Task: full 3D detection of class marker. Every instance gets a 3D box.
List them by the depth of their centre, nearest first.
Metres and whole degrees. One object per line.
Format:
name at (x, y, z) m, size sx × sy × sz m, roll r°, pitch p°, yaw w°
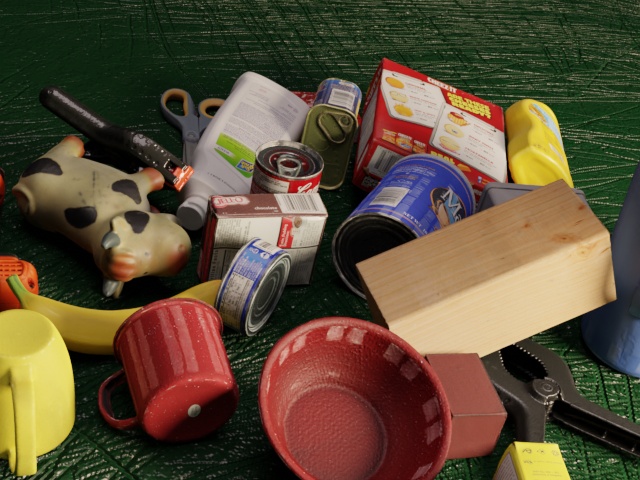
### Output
marker at (0.014, 0.150, 0.894) m, size 0.120 × 0.020 × 0.020 m, roll -6°, pitch 39°, yaw -25°

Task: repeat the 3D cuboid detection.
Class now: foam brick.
foam brick at (0.118, 0.140, 0.911) m, size 0.051 × 0.053 × 0.078 m, roll 1°, pitch 37°, yaw -16°

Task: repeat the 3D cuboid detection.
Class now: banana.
banana at (-0.169, 0.064, 0.921) m, size 0.197 × 0.037 × 0.069 m, roll 4°, pitch 77°, yaw -27°

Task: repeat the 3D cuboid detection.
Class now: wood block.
wood block at (0.148, 0.037, 0.960) m, size 0.206 × 0.091 × 0.090 m, roll -23°, pitch 41°, yaw -3°

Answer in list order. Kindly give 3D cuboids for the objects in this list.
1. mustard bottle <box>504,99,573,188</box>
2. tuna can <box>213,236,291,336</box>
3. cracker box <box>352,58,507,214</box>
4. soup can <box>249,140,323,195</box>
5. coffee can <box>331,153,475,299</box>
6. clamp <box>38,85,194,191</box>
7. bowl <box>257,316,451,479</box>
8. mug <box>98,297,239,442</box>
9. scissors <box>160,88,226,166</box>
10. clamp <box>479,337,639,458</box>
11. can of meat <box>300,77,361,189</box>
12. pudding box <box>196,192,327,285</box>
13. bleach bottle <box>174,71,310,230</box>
mustard bottle at (0.261, -0.119, 1.297) m, size 0.096 × 0.058 × 0.191 m, roll 45°, pitch 27°, yaw -22°
tuna can at (-0.060, 0.042, 0.962) m, size 0.034 × 0.086 × 0.086 m, roll 25°, pitch 37°, yaw 14°
cracker box at (0.128, -0.110, 1.232) m, size 0.164 × 0.072 × 0.213 m, roll 22°, pitch 33°, yaw -8°
soup can at (-0.040, -0.040, 1.069) m, size 0.068 × 0.102 × 0.068 m, roll 9°, pitch 35°, yaw -6°
coffee can at (0.086, -0.013, 1.072) m, size 0.103 × 0.103 × 0.140 m, roll 23°, pitch 36°, yaw 14°
clamp at (-0.207, -0.099, 1.075) m, size 0.172 × 0.120 × 0.039 m, roll 20°, pitch 73°, yaw 30°
bowl at (0.021, 0.143, 0.850) m, size 0.162 × 0.055 × 0.162 m, roll 11°, pitch 52°, yaw -14°
mug at (-0.124, 0.112, 0.854) m, size 0.117 × 0.093 × 0.081 m, roll -25°, pitch 47°, yaw 0°
scissors at (-0.132, -0.120, 1.228) m, size 0.096 × 0.016 × 0.202 m, roll -3°, pitch 38°, yaw -22°
clamp at (0.207, 0.145, 0.947) m, size 0.164 × 0.036 × 0.210 m, roll -3°, pitch 37°, yaw -21°
can of meat at (0.012, -0.123, 1.204) m, size 0.057 × 0.102 × 0.084 m, roll 14°, pitch 33°, yaw 1°
pudding box at (-0.057, 0.001, 1.018) m, size 0.113 × 0.090 × 0.039 m, roll -1°, pitch 39°, yaw -20°
bleach bottle at (-0.096, -0.091, 1.155) m, size 0.102 × 0.068 × 0.250 m, roll 29°, pitch 38°, yaw 3°
